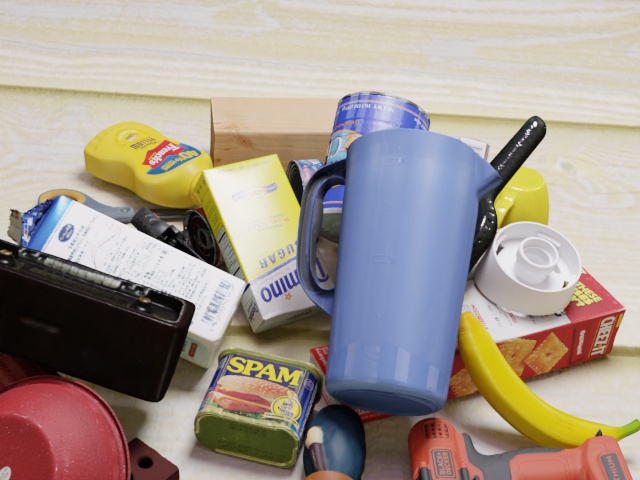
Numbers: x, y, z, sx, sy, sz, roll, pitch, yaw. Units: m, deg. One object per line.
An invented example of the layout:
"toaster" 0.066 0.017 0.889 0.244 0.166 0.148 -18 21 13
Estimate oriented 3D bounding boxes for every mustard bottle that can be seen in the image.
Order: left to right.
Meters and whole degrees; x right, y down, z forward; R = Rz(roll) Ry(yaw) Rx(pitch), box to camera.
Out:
"mustard bottle" -0.184 -0.083 1.260 0.192 0.058 0.096 25 39 33

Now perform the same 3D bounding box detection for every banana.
"banana" 0.195 0.144 0.983 0.198 0.037 0.069 33 83 -1

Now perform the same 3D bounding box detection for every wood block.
"wood block" -0.031 -0.117 1.315 0.206 0.090 0.091 -1 36 -8

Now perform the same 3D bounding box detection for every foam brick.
"foam brick" -0.160 0.211 0.876 0.053 0.051 0.078 28 41 27

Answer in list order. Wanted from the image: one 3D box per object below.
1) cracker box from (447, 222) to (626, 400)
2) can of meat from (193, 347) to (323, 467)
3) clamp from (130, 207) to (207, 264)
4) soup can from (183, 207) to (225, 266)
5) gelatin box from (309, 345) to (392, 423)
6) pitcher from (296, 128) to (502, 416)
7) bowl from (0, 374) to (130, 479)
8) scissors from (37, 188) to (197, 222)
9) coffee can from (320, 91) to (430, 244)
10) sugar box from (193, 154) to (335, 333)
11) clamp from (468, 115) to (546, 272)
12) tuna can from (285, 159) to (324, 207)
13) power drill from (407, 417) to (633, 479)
"cracker box" 0.175 0.069 1.102 0.213 0.072 0.164 -11 40 -23
"can of meat" -0.057 0.152 0.969 0.102 0.057 0.083 11 39 9
"clamp" -0.162 0.000 1.121 0.039 0.120 0.172 -43 39 -12
"soup can" -0.092 -0.015 1.184 0.102 0.068 0.069 -19 43 -31
"gelatin box" 0.038 0.134 1.027 0.073 0.030 0.089 -9 38 -19
"pitcher" 0.063 0.030 0.975 0.144 0.149 0.243 18 69 -24
"bowl" -0.231 0.181 0.825 0.162 0.055 0.162 -4 75 16
"scissors" -0.241 -0.040 1.242 0.201 0.016 0.096 -11 39 -22
"coffee can" 0.053 -0.071 1.125 0.103 0.103 0.140 11 71 7
"sugar box" -0.057 0.001 1.119 0.093 0.048 0.176 -16 69 -27
"clamp" 0.138 -0.033 1.098 0.165 0.036 0.209 -10 46 45
"tuna can" -0.014 -0.051 1.228 0.033 0.086 0.086 -4 37 -16
"power drill" 0.171 0.223 0.899 0.187 0.057 0.184 2 36 -5
